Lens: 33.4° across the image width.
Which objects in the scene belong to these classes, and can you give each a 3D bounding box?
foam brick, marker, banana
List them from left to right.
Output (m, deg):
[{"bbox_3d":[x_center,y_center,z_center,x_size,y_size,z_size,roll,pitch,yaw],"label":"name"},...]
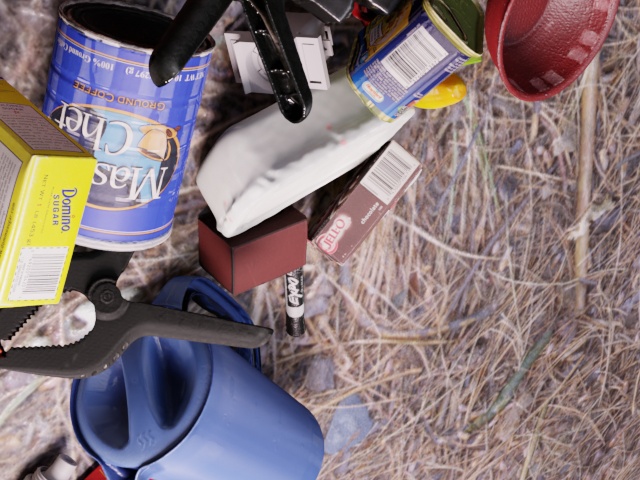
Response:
[{"bbox_3d":[-0.056,0.001,0.891,0.078,0.053,0.051,-23,133,-32],"label":"foam brick"},{"bbox_3d":[-0.024,0.042,0.980,0.020,0.020,0.121,-26,135,-28],"label":"marker"},{"bbox_3d":[0.091,-0.139,0.877,0.197,0.070,0.037,-59,132,-67],"label":"banana"}]

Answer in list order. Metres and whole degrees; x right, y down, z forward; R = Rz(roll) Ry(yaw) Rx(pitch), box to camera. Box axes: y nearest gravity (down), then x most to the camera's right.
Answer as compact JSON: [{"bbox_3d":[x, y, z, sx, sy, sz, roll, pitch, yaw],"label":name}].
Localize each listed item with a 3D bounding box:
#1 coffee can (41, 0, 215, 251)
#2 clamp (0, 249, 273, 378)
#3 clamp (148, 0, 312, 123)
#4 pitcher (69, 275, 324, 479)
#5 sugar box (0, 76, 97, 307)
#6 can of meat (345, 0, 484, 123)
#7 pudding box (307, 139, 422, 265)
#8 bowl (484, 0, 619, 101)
[{"bbox_3d":[-0.135,-0.078,0.714,0.102,0.103,0.140,-6,122,-42],"label":"coffee can"},{"bbox_3d":[-0.157,0.032,0.793,0.209,0.164,0.036,-19,175,-12],"label":"clamp"},{"bbox_3d":[-0.056,-0.160,0.662,0.120,0.039,0.171,-1,86,-48],"label":"clamp"},{"bbox_3d":[-0.090,0.147,0.924,0.149,0.145,0.242,-41,145,5],"label":"pitcher"},{"bbox_3d":[-0.198,-0.045,0.619,0.048,0.176,0.093,1,118,-43],"label":"sugar box"},{"bbox_3d":[0.067,-0.142,0.766,0.057,0.102,0.084,42,120,-18],"label":"can of meat"},{"bbox_3d":[0.035,-0.033,0.928,0.039,0.090,0.113,41,89,-7],"label":"pudding box"},{"bbox_3d":[0.203,-0.212,0.980,0.161,0.055,0.162,-25,134,-29],"label":"bowl"}]
